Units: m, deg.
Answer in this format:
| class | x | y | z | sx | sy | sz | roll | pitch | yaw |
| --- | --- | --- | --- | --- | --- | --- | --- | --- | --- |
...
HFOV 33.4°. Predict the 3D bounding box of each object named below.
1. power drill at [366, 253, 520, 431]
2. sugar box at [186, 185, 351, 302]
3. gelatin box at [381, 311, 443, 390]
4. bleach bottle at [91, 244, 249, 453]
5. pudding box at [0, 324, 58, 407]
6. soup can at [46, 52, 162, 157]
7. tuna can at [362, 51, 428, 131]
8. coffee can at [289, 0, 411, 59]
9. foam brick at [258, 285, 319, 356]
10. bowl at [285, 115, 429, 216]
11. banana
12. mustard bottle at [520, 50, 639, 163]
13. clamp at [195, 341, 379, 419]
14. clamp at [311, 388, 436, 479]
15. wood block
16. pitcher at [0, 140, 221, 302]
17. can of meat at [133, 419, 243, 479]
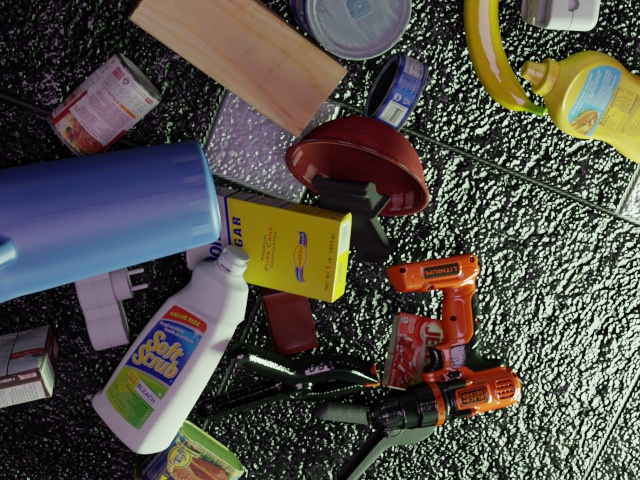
| class | x | y | z | sx | sy | sz | roll | pitch | yaw |
| --- | --- | --- | --- | --- | --- | --- | --- | --- | --- |
| power drill | 0.127 | 0.115 | 1.210 | 0.184 | 0.057 | 0.187 | -10 | 90 | -17 |
| sugar box | -0.058 | 0.002 | 1.152 | 0.176 | 0.048 | 0.093 | 11 | 107 | 16 |
| gelatin box | 0.117 | 0.133 | 1.250 | 0.073 | 0.030 | 0.089 | 12 | 83 | -11 |
| bleach bottle | -0.153 | 0.109 | 1.162 | 0.103 | 0.067 | 0.251 | 42 | 112 | 27 |
| pudding box | -0.336 | 0.138 | 1.157 | 0.090 | 0.113 | 0.039 | -13 | 111 | -4 |
| soup can | -0.225 | -0.138 | 1.113 | 0.102 | 0.068 | 0.068 | -41 | 108 | 4 |
| tuna can | 0.079 | -0.157 | 1.141 | 0.033 | 0.086 | 0.086 | 25 | 102 | -14 |
| coffee can | 0.027 | -0.242 | 1.079 | 0.102 | 0.140 | 0.103 | -2 | 107 | -8 |
| foam brick | -0.037 | 0.084 | 1.216 | 0.051 | 0.053 | 0.078 | -14 | 109 | -4 |
| bowl | 0.046 | -0.087 | 1.143 | 0.162 | 0.162 | 0.055 | 25 | 69 | -15 |
| banana | 0.189 | -0.223 | 1.154 | 0.070 | 0.037 | 0.198 | -14 | 102 | 27 |
| mustard bottle | 0.310 | -0.157 | 1.189 | 0.191 | 0.058 | 0.096 | 19 | 109 | -14 |
| clamp | -0.029 | 0.153 | 1.210 | 0.209 | 0.036 | 0.165 | -4 | 150 | -17 |
| clamp | 0.074 | 0.212 | 1.276 | 0.171 | 0.039 | 0.120 | -30 | 123 | -4 |
| wood block | -0.085 | -0.207 | 1.100 | 0.206 | 0.091 | 0.090 | 34 | 100 | -17 |
| pitcher | -0.231 | -0.029 | 1.084 | 0.242 | 0.149 | 0.145 | -13 | 152 | -10 |
| can of meat | -0.153 | 0.271 | 1.255 | 0.102 | 0.057 | 0.084 | 39 | 95 | -18 |
